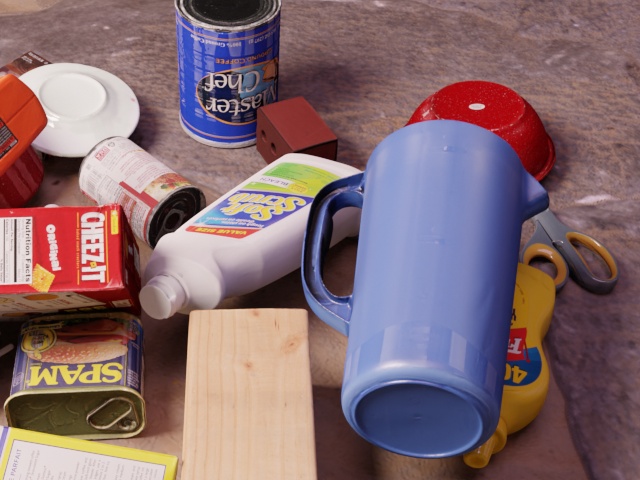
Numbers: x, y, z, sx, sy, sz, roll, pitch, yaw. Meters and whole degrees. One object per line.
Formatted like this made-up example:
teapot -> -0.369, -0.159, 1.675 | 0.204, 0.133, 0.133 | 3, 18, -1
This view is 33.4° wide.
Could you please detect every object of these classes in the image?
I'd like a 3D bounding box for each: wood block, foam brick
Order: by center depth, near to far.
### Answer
wood block -> -0.051, 0.153, 0.750 | 0.090, 0.091, 0.206 | 0, 44, -4
foam brick -> -0.024, -0.095, 1.040 | 0.051, 0.053, 0.078 | -18, 47, -22

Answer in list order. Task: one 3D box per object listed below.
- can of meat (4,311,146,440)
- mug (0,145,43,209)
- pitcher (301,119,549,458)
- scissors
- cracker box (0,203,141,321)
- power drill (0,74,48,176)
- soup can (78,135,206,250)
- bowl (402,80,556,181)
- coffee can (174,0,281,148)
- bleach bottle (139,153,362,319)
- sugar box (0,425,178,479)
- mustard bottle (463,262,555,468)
can of meat -> -0.184, 0.103, 0.819 | 0.102, 0.057, 0.084 | -2, 42, -6
mug -> -0.314, -0.074, 0.968 | 0.117, 0.081, 0.093 | -3, 51, 17
pitcher -> 0.074, 0.034, 0.797 | 0.145, 0.149, 0.242 | 35, 43, -22
scissors -> 0.194, -0.015, 0.998 | 0.096, 0.016, 0.202 | -21, 47, -22
cracker box -> -0.251, 0.021, 0.819 | 0.213, 0.164, 0.072 | -2, 80, -6
power drill -> -0.302, -0.091, 0.859 | 0.188, 0.057, 0.184 | 4, 50, 44
soup can -> -0.162, -0.043, 0.965 | 0.102, 0.068, 0.068 | 35, 51, 29
bowl -> 0.154, -0.112, 1.058 | 0.162, 0.055, 0.162 | -2, 40, 1
coffee can -> -0.091, -0.177, 1.058 | 0.103, 0.140, 0.103 | 2, 44, -2
bleach bottle -> -0.056, 0.001, 0.883 | 0.103, 0.068, 0.250 | 18, 30, 23
sugar box -> -0.187, 0.172, 0.687 | 0.176, 0.048, 0.093 | 10, 66, -1
mustard bottle -> 0.132, 0.097, 0.845 | 0.096, 0.058, 0.191 | 9, 44, 8
